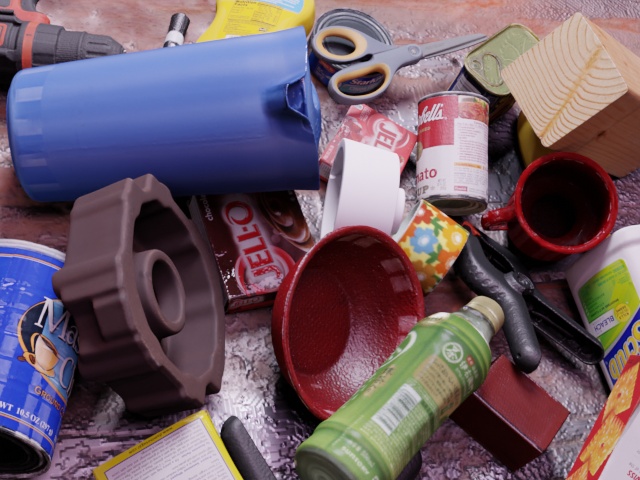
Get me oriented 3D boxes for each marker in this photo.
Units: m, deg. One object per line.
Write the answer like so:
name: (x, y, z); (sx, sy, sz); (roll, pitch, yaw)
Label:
marker: (-0.142, -0.167, 0.994); (0.020, 0.020, 0.121); (17, 56, -11)

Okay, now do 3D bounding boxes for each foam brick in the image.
foam brick: (0.157, 0.145, 0.898); (0.078, 0.053, 0.051); (41, 55, 5)

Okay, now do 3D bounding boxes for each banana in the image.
banana: (0.238, -0.072, 1.067); (0.069, 0.037, 0.198); (-2, 61, -21)

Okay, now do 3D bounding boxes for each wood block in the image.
wood block: (0.269, -0.132, 1.022); (0.205, 0.091, 0.090); (9, 50, -56)

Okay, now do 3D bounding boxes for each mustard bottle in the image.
mustard bottle: (-0.057, -0.212, 1.026); (0.096, 0.058, 0.191); (11, 55, 10)

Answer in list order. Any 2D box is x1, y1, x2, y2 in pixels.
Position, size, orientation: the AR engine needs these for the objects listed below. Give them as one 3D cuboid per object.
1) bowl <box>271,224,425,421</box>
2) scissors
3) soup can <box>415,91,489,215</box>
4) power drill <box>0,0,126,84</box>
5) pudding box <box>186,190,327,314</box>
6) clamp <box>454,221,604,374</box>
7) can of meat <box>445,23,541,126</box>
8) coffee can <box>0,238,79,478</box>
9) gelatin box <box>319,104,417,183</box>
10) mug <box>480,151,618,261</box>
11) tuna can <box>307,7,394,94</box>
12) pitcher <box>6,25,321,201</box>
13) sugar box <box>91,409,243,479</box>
bowl: (0.013, 0.068, 0.863); (0.161, 0.055, 0.162); (0, 90, -44)
scissors: (0.071, -0.193, 1.048); (0.201, 0.016, 0.096); (-35, 77, -33)
soup can: (0.123, -0.080, 0.995); (0.068, 0.069, 0.102); (6, 77, -17)
power drill: (-0.251, -0.222, 0.933); (0.184, 0.057, 0.187); (5, 64, -2)
pudding box: (-0.056, 0.001, 0.913); (0.089, 0.039, 0.113); (-10, 64, -24)
clamp: (0.180, 0.053, 0.957); (0.120, 0.039, 0.171); (15, 37, -43)
can of meat: (0.169, -0.156, 1.063); (0.057, 0.084, 0.101); (46, 56, 10)
coffee can: (-0.224, 0.084, 0.762); (0.102, 0.103, 0.140); (16, 57, -11)
gelatin box: (0.044, -0.081, 1.005); (0.073, 0.030, 0.089); (30, 55, -1)
mug: (0.205, -0.024, 0.983); (0.117, 0.081, 0.093); (-11, 80, -3)
tuna can: (0.029, -0.188, 1.061); (0.086, 0.034, 0.086); (9, 58, -15)
pitcher: (-0.121, -0.095, 0.874); (0.243, 0.149, 0.145); (-6, 46, -1)
sugar box: (-0.079, 0.217, 0.749); (0.093, 0.048, 0.176); (-28, 69, -10)
